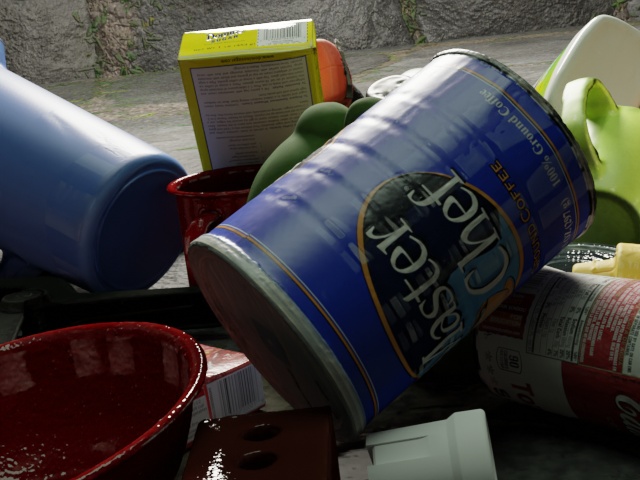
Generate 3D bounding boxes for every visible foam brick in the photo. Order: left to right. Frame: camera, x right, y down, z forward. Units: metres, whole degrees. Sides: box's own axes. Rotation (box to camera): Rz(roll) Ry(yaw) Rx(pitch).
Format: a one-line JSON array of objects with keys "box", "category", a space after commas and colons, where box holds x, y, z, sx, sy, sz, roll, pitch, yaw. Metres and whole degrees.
[{"box": [-0.019, 0.098, 0.369, 0.053, 0.051, 0.078, -6, 15, 2], "category": "foam brick"}]

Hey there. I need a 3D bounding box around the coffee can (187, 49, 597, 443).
[{"box": [0.030, 0.001, 0.449, 0.140, 0.102, 0.103, -39, 26, -17], "category": "coffee can"}]

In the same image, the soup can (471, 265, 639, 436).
[{"box": [0.126, 0.048, 0.470, 0.068, 0.068, 0.102, -19, 18, -39], "category": "soup can"}]

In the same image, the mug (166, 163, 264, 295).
[{"box": [-0.055, 0.001, 0.699, 0.093, 0.081, 0.117, -1, 15, 20], "category": "mug"}]

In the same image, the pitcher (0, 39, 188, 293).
[{"box": [-0.217, -0.039, 0.780, 0.243, 0.149, 0.144, 25, 41, 30], "category": "pitcher"}]

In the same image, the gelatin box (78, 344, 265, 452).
[{"box": [-0.083, 0.077, 0.521, 0.073, 0.030, 0.089, 6, 19, 41], "category": "gelatin box"}]

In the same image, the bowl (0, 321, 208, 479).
[{"box": [-0.115, 0.090, 0.412, 0.162, 0.055, 0.162, -13, 17, 4], "category": "bowl"}]

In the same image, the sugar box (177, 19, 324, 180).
[{"box": [-0.039, -0.066, 0.764, 0.093, 0.176, 0.048, -4, 40, 4], "category": "sugar box"}]

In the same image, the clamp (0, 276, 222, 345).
[{"box": [-0.167, 0.048, 0.655, 0.164, 0.036, 0.210, -17, 18, -36], "category": "clamp"}]
